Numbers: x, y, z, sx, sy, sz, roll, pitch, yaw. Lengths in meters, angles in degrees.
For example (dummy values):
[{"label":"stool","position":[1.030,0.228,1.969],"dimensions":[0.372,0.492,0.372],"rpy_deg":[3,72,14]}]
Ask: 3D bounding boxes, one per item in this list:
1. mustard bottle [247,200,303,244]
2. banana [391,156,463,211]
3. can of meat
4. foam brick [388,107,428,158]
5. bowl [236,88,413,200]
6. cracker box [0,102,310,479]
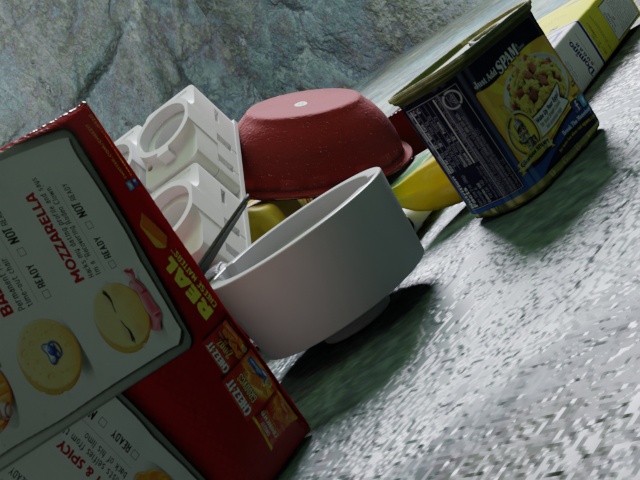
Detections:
[{"label":"mustard bottle","position":[-0.056,0.001,0.873],"dimensions":[0.096,0.058,0.191],"rpy_deg":[-37,2,10]},{"label":"banana","position":[0.099,-0.077,0.677],"dimensions":[0.197,0.070,0.037],"rpy_deg":[-51,-18,-38]},{"label":"can of meat","position":[0.099,-0.072,0.590],"dimensions":[0.101,0.084,0.058],"rpy_deg":[-41,10,-37]},{"label":"foam brick","position":[0.103,-0.108,0.906],"dimensions":[0.053,0.051,0.078],"rpy_deg":[-28,10,41]},{"label":"bowl","position":[-0.009,-0.084,0.852],"dimensions":[0.162,0.055,0.162],"rpy_deg":[-8,20,3]},{"label":"cracker box","position":[-0.115,0.068,0.363],"dimensions":[0.072,0.164,0.213],"rpy_deg":[-27,11,37]}]
